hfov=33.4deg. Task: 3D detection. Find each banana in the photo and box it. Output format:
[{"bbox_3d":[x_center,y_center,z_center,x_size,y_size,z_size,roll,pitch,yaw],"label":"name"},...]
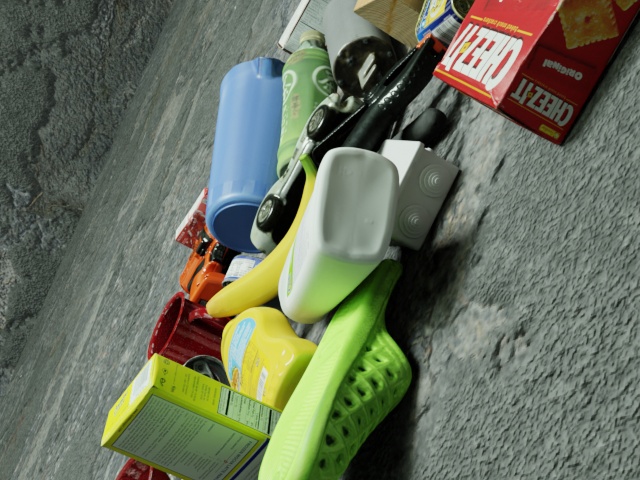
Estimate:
[{"bbox_3d":[-0.039,0.008,1.078,0.198,0.069,0.037,-58,7,13],"label":"banana"}]

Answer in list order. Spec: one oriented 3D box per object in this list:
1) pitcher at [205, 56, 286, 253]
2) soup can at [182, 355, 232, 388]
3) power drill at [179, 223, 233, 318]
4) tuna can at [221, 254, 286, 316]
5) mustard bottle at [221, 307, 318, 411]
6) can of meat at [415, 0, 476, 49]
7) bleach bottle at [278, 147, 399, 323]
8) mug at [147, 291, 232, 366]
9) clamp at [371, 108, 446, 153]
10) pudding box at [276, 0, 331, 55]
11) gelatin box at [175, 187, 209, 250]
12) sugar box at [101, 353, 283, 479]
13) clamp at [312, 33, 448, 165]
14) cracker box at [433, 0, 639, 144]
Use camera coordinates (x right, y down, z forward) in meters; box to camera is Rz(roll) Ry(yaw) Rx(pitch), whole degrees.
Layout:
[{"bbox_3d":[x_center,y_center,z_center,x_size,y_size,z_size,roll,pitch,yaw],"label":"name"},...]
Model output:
[{"bbox_3d":[-0.075,-0.098,1.351,0.145,0.149,0.242,-29,39,34],"label":"pitcher"},{"bbox_3d":[-0.152,0.181,1.242,0.102,0.068,0.068,-38,30,52],"label":"soup can"},{"bbox_3d":[-0.137,0.034,1.414,0.185,0.057,0.187,-61,15,26],"label":"power drill"},{"bbox_3d":[-0.061,0.049,1.152,0.086,0.086,0.033,-20,44,64],"label":"tuna can"},{"bbox_3d":[-0.053,0.117,1.029,0.192,0.058,0.096,-144,62,-61],"label":"mustard bottle"},{"bbox_3d":[0.142,-0.238,1.050,0.084,0.057,0.102,-28,39,63],"label":"can of meat"},{"bbox_3d":[0.003,0.011,0.958,0.251,0.068,0.102,124,157,-69],"label":"bleach bottle"},{"bbox_3d":[-0.148,0.115,1.296,0.117,0.081,0.093,-43,28,45],"label":"mug"},{"bbox_3d":[0.048,-0.074,1.106,0.210,0.036,0.164,-56,21,19],"label":"clamp"},{"bbox_3d":[0.009,-0.283,1.408,0.113,0.090,0.039,-59,19,12],"label":"pudding box"},{"bbox_3d":[-0.153,-0.022,1.508,0.089,0.073,0.030,-53,19,25],"label":"gelatin box"},{"bbox_3d":[-0.087,0.170,0.914,0.093,0.176,0.048,-49,25,34],"label":"sugar box"},{"bbox_3d":[0.055,-0.129,1.048,0.171,0.039,0.120,-48,21,-9],"label":"clamp"},{"bbox_3d":[0.188,-0.200,0.852,0.214,0.072,0.164,-60,18,10],"label":"cracker box"}]
